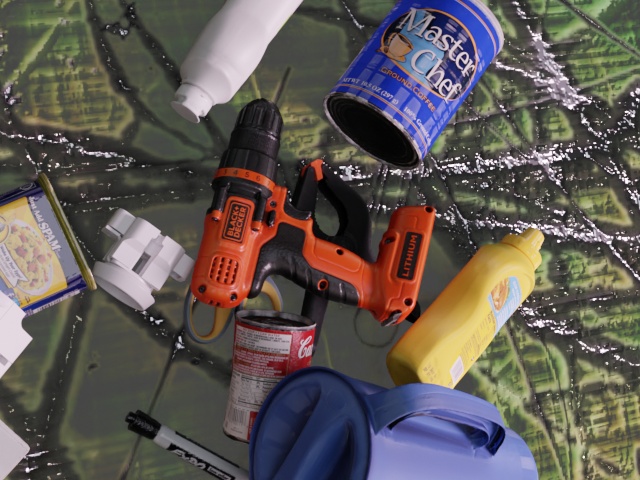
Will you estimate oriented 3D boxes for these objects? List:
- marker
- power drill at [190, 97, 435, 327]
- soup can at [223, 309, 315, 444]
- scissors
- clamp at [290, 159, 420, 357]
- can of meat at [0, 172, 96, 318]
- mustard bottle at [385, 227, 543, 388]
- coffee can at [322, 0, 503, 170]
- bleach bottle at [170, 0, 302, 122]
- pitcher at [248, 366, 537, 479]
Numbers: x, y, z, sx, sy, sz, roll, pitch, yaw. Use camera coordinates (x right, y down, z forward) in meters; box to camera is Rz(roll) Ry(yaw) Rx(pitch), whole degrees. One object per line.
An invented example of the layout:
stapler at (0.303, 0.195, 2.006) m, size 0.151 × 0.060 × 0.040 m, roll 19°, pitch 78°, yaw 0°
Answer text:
marker at (-0.111, 0.177, 0.899) m, size 0.121 × 0.020 × 0.020 m, roll 33°, pitch 76°, yaw -14°
power drill at (-0.003, -0.016, 0.898) m, size 0.187 × 0.057 × 0.184 m, roll 15°, pitch 75°, yaw -5°
soup can at (-0.044, 0.114, 0.892) m, size 0.068 × 0.069 × 0.102 m, roll 5°, pitch 96°, yaw -19°
scissors at (-0.056, 0.001, 0.933) m, size 0.096 × 0.016 × 0.201 m, roll 25°, pitch 79°, yaw -18°
clamp at (0.008, 0.017, 0.942) m, size 0.120 × 0.039 × 0.171 m, roll -25°, pitch 89°, yaw -28°
can of meat at (-0.238, 0.010, 0.846) m, size 0.083 × 0.057 × 0.102 m, roll -25°, pitch 95°, yaw -18°
mustard bottle at (0.139, 0.060, 0.961) m, size 0.058 × 0.096 × 0.191 m, roll 32°, pitch 70°, yaw 30°
coffee can at (0.083, -0.148, 0.948) m, size 0.102 × 0.103 × 0.140 m, roll 39°, pitch 75°, yaw -13°
bleach bottle at (-0.045, -0.209, 0.906) m, size 0.068 × 0.103 × 0.250 m, roll 35°, pitch 74°, yaw -9°
pitcher at (0.076, 0.182, 0.866) m, size 0.242 × 0.149 × 0.145 m, roll 19°, pitch 86°, yaw -42°
